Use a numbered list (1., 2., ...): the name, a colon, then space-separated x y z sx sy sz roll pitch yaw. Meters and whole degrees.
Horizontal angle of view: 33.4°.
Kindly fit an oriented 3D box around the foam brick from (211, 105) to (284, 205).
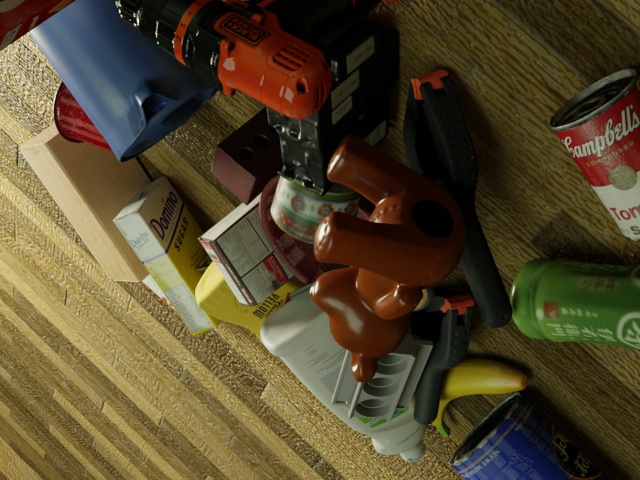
1. foam brick: -0.061 -0.085 1.051 0.053 0.078 0.051 41 151 10

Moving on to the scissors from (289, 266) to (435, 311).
1. scissors: 0.041 0.049 1.023 0.096 0.016 0.202 47 144 2

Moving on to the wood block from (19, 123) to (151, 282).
1. wood block: -0.269 -0.057 1.335 0.090 0.090 0.206 -1 126 53

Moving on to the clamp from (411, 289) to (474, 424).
1. clamp: 0.106 0.096 1.079 0.120 0.039 0.172 57 145 31

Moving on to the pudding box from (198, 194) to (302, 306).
1. pudding box: -0.057 0.001 1.113 0.039 0.113 0.090 2 128 58

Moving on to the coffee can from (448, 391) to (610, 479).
1. coffee can: 0.213 0.235 1.060 0.140 0.102 0.103 44 150 5

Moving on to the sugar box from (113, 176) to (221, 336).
1. sugar box: -0.171 0.018 1.295 0.048 0.093 0.176 -20 113 26

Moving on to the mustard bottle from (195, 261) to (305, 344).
1. mustard bottle: -0.038 0.077 1.190 0.191 0.096 0.058 34 -167 -25

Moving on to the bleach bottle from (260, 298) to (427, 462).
1. bleach bottle: 0.041 0.163 1.181 0.250 0.102 0.068 55 -178 -30

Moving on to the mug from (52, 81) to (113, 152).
1. mug: -0.240 -0.150 1.184 0.082 0.093 0.117 21 158 29

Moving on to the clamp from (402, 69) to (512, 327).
1. clamp: 0.100 -0.044 0.908 0.165 0.036 0.210 -144 37 -62

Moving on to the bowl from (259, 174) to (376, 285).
1. bowl: 0.019 -0.013 1.048 0.162 0.055 0.162 26 141 23

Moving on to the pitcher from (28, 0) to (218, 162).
1. pitcher: -0.218 -0.208 1.069 0.243 0.144 0.149 52 138 -2

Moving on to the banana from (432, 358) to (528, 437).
1. banana: 0.147 0.155 1.120 0.069 0.037 0.198 29 151 -4

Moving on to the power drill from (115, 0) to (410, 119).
1. power drill: -0.032 -0.182 0.788 0.185 0.187 0.057 32 149 21
